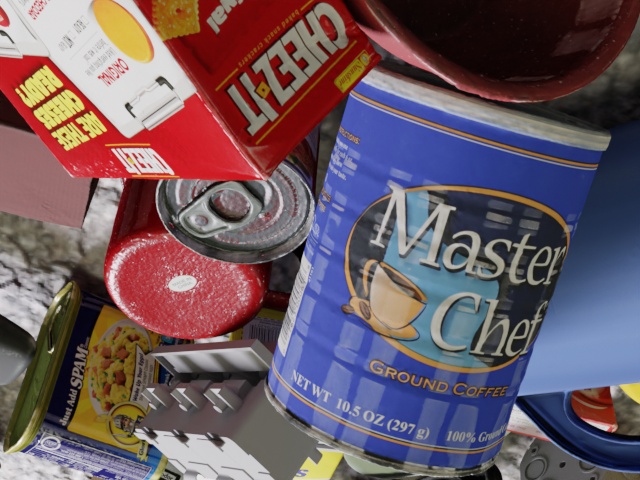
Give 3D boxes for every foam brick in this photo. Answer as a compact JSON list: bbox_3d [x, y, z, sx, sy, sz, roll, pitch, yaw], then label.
[{"bbox_3d":[-0.125,-0.054,0.504,0.051,0.078,0.053,17,133,-10],"label":"foam brick"}]

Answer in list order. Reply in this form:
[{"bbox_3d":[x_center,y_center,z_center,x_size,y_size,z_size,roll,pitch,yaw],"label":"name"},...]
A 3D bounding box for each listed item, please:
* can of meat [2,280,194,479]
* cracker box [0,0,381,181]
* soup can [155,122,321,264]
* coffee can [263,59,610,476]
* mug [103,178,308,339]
[{"bbox_3d":[-0.127,0.087,0.626,0.083,0.102,0.058,24,149,-22],"label":"can of meat"},{"bbox_3d":[-0.097,-0.122,0.361,0.164,0.072,0.213,6,138,56],"label":"cracker box"},{"bbox_3d":[-0.033,-0.049,0.484,0.068,0.102,0.068,2,135,2],"label":"soup can"},{"bbox_3d":[0.044,0.008,0.431,0.102,0.103,0.140,14,103,-9],"label":"coffee can"},{"bbox_3d":[-0.054,0.001,0.549,0.117,0.081,0.093,25,131,-19],"label":"mug"}]
